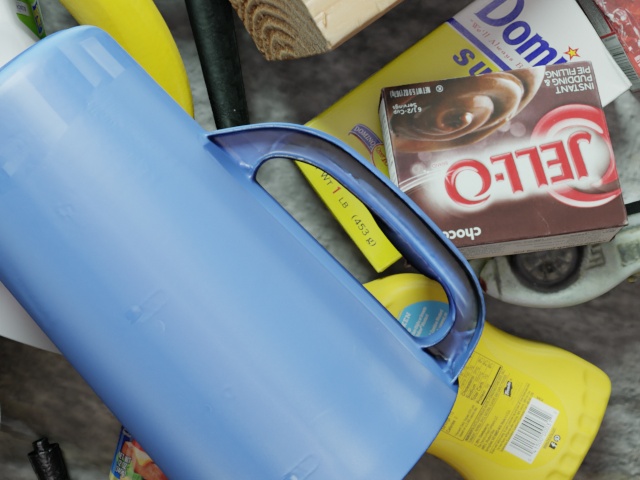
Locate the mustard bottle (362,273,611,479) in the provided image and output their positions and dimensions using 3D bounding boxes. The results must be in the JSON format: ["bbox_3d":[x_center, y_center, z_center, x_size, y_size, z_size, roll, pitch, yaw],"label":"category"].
[{"bbox_3d":[0.060,0.073,0.601,0.191,0.058,0.096,28,92,-8],"label":"mustard bottle"}]

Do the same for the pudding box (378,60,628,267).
[{"bbox_3d":[0.091,-0.038,0.546,0.113,0.039,0.090,-8,73,0],"label":"pudding box"}]

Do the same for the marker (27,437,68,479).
[{"bbox_3d":[-0.144,0.173,0.628,0.020,0.020,0.121,-19,95,0],"label":"marker"}]

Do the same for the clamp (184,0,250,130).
[{"bbox_3d":[-0.061,-0.158,0.566,0.209,0.036,0.164,33,95,-26],"label":"clamp"}]

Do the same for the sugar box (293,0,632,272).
[{"bbox_3d":[0.075,-0.071,0.600,0.176,0.048,0.093,-37,95,3],"label":"sugar box"}]

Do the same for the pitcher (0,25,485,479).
[{"bbox_3d":[-0.053,0.017,0.487,0.243,0.145,0.149,48,53,-5],"label":"pitcher"}]

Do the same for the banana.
[{"bbox_3d":[-0.109,-0.097,0.546,0.069,0.037,0.198,-30,122,-18],"label":"banana"}]
